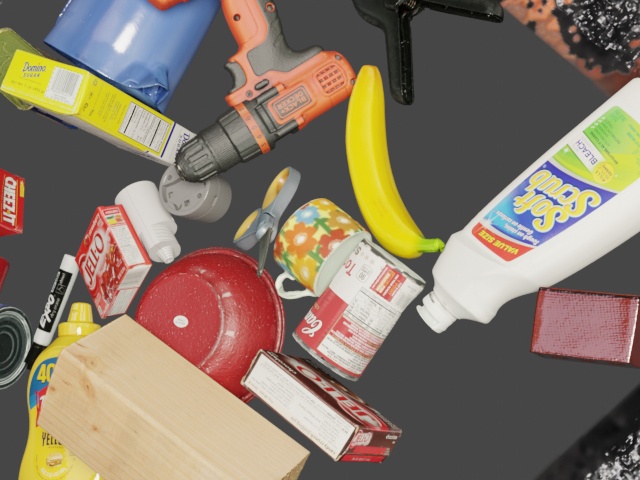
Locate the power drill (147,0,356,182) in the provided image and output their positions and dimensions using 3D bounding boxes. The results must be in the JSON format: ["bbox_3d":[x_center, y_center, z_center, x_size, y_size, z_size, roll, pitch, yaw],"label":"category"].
[{"bbox_3d":[-0.085,-0.166,0.957,0.184,0.057,0.187,-32,99,-6],"label":"power drill"}]

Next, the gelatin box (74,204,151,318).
[{"bbox_3d":[-0.200,0.021,1.021,0.073,0.030,0.089,61,139,23],"label":"gelatin box"}]

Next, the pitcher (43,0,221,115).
[{"bbox_3d":[-0.158,-0.257,1.040,0.149,0.145,0.243,31,88,-5],"label":"pitcher"}]

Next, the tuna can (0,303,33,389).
[{"bbox_3d":[-0.324,0.104,1.053,0.034,0.086,0.086,7,81,26],"label":"tuna can"}]

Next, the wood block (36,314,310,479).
[{"bbox_3d":[-0.126,0.167,0.900,0.206,0.090,0.090,34,121,16],"label":"wood block"}]

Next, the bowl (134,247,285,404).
[{"bbox_3d":[-0.115,0.080,0.974,0.162,0.055,0.162,-6,75,24],"label":"bowl"}]

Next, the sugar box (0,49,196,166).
[{"bbox_3d":[-0.201,-0.119,0.994,0.093,0.176,0.048,21,89,28],"label":"sugar box"}]

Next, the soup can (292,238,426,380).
[{"bbox_3d":[0.033,0.058,0.898,0.069,0.068,0.102,39,96,28],"label":"soup can"}]

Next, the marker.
[{"bbox_3d":[-0.269,0.073,1.071,0.020,0.020,0.121,19,86,28],"label":"marker"}]

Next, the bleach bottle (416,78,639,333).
[{"bbox_3d":[0.183,-0.010,0.841,0.251,0.068,0.103,-41,51,14],"label":"bleach bottle"}]

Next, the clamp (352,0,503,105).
[{"bbox_3d":[0.086,-0.217,0.954,0.120,0.039,0.171,-31,66,15],"label":"clamp"}]

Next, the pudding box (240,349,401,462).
[{"bbox_3d":[0.002,0.138,0.882,0.114,0.090,0.039,32,93,29],"label":"pudding box"}]

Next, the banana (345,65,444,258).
[{"bbox_3d":[0.055,-0.058,0.928,0.070,0.037,0.198,-37,59,32],"label":"banana"}]

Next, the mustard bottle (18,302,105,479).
[{"bbox_3d":[-0.233,0.155,1.012,0.096,0.058,0.191,-4,76,23],"label":"mustard bottle"}]

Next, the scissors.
[{"bbox_3d":[-0.056,0.001,0.915,0.016,0.201,0.096,36,121,-12],"label":"scissors"}]

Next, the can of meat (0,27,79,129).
[{"bbox_3d":[-0.288,-0.163,1.100,0.102,0.083,0.057,38,95,28],"label":"can of meat"}]

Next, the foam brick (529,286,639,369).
[{"bbox_3d":[0.208,0.068,0.819,0.078,0.053,0.051,4,80,28],"label":"foam brick"}]
